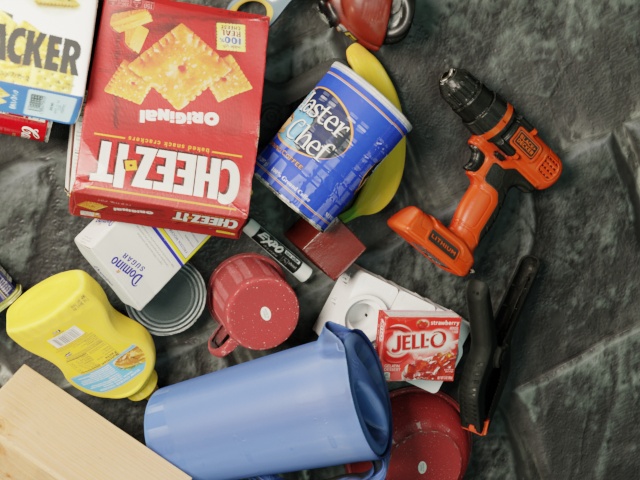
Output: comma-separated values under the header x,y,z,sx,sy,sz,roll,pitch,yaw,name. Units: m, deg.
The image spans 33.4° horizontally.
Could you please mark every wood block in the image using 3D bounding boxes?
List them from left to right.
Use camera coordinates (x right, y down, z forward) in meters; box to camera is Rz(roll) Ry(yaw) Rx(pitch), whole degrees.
x,y,z,sx,sy,sz,roll,pitch,yaw,name
-0.247,0.232,1.068,0.206,0.090,0.090,33,130,2,wood block

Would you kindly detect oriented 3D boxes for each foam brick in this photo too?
x,y,z,sx,sy,sz,roll,pitch,yaw,name
0.005,0.001,1.141,0.051,0.078,0.053,-45,110,-3,foam brick

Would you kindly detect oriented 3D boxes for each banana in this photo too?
x,y,z,sx,sy,sz,roll,pitch,yaw,name
0.059,-0.112,1.151,0.069,0.037,0.198,-1,103,-16,banana

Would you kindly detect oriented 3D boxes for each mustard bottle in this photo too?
x,y,z,sx,sy,sz,roll,pitch,yaw,name
-0.225,0.112,1.094,0.096,0.058,0.191,-30,133,10,mustard bottle

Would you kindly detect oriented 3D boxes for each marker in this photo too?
x,y,z,sx,sy,sz,roll,pitch,yaw,name
-0.058,0.001,1.155,0.121,0.020,0.020,41,90,-20,marker

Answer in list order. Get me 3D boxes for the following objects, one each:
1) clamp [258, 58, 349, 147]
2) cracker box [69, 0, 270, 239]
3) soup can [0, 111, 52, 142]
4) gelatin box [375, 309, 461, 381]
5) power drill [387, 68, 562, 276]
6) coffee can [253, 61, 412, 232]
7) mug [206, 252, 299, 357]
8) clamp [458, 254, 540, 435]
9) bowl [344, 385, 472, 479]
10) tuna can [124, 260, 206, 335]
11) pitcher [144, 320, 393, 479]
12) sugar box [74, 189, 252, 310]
x,y,z,sx,sy,sz,roll,pitch,yaw,name
-0.048,-0.142,1.113,0.171,0.039,0.120,8,101,-21,clamp
-0.141,-0.122,1.017,0.164,0.072,0.213,8,70,-9,cracker box
-0.308,-0.138,1.027,0.102,0.068,0.068,11,100,-17,soup can
0.103,0.114,1.152,0.089,0.030,0.073,2,102,-16,gelatin box
0.158,-0.070,1.169,0.184,0.057,0.187,39,86,-22,power drill
0.009,-0.093,1.072,0.102,0.103,0.140,40,92,-20,coffee can
-0.078,0.076,1.134,0.093,0.081,0.117,43,89,-20,mug
0.187,0.121,1.198,0.164,0.036,0.210,-4,109,-57,clamp
0.112,0.254,1.243,0.162,0.055,0.162,-3,103,-14,bowl
-0.166,0.055,1.130,0.086,0.034,0.086,-3,104,-15,tuna can
-0.051,0.191,1.105,0.243,0.149,0.145,-16,152,18,pitcher
-0.155,-0.025,1.072,0.176,0.048,0.093,-46,127,-19,sugar box
